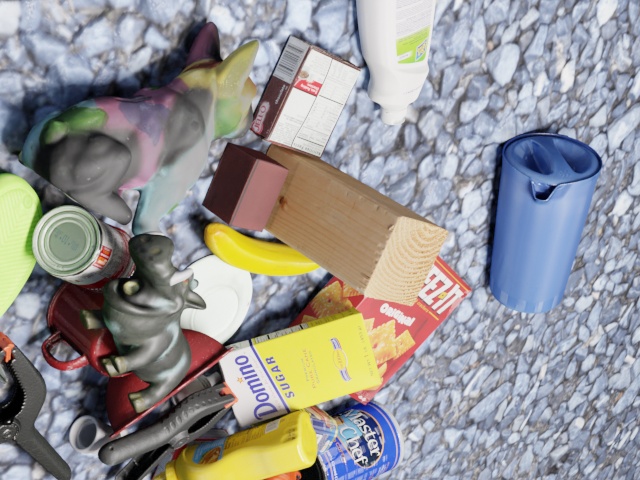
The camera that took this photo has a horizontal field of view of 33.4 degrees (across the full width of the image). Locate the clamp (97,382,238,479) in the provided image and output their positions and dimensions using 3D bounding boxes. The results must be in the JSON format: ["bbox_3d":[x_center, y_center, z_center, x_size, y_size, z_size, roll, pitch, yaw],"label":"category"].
[{"bbox_3d":[-0.171,0.212,1.181,0.171,0.039,0.120,-39,163,-10],"label":"clamp"}]

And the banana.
[{"bbox_3d":[-0.068,0.010,1.193,0.197,0.037,0.070,12,145,-45],"label":"banana"}]

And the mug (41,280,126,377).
[{"bbox_3d":[-0.223,0.090,1.070,0.117,0.082,0.093,-32,134,-27],"label":"mug"}]

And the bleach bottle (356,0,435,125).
[{"bbox_3d":[0.079,-0.241,1.174,0.102,0.068,0.251,-26,133,-32],"label":"bleach bottle"}]

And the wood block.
[{"bbox_3d":[0.022,-0.020,1.146,0.090,0.206,0.091,14,104,-49],"label":"wood block"}]

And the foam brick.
[{"bbox_3d":[-0.080,-0.057,1.141,0.051,0.053,0.078,11,108,-48],"label":"foam brick"}]

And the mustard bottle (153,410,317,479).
[{"bbox_3d":[-0.102,0.253,1.225,0.192,0.096,0.058,-18,100,9],"label":"mustard bottle"}]

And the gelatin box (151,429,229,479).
[{"bbox_3d":[-0.153,0.266,1.297,0.089,0.030,0.073,11,106,-48],"label":"gelatin box"}]

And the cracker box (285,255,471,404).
[{"bbox_3d":[0.074,0.093,1.358,0.214,0.072,0.164,-47,139,2],"label":"cracker box"}]

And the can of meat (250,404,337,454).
[{"bbox_3d":[-0.039,0.221,1.327,0.083,0.102,0.057,26,97,-52],"label":"can of meat"}]

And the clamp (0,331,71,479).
[{"bbox_3d":[-0.315,0.188,1.078,0.164,0.036,0.210,-5,118,-43],"label":"clamp"}]

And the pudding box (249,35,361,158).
[{"bbox_3d":[-0.016,-0.153,1.154,0.089,0.039,0.113,14,106,-49],"label":"pudding box"}]

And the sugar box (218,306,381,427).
[{"bbox_3d":[-0.026,0.149,1.255,0.176,0.048,0.093,-18,98,-7],"label":"sugar box"}]

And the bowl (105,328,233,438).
[{"bbox_3d":[-0.172,0.141,1.139,0.162,0.055,0.162,-36,178,-1],"label":"bowl"}]

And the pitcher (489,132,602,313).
[{"bbox_3d":[0.310,-0.026,1.507,0.149,0.145,0.243,-15,130,-24],"label":"pitcher"}]

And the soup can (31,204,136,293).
[{"bbox_3d":[-0.220,0.009,1.002,0.068,0.068,0.102,-54,167,-4],"label":"soup can"}]

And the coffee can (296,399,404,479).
[{"bbox_3d":[0.028,0.284,1.433,0.140,0.103,0.103,-17,126,-37],"label":"coffee can"}]
